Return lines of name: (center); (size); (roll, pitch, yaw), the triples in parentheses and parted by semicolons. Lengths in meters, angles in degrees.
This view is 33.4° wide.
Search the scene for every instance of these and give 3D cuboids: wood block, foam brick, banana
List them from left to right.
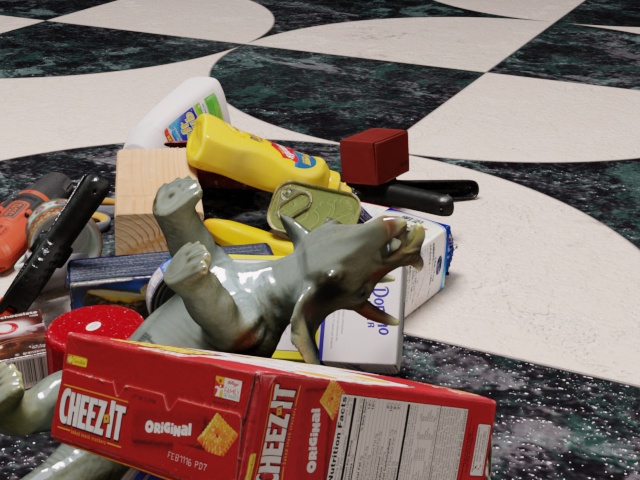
wood block: (-0.177, -0.027, 1.165); (0.090, 0.090, 0.206); (-2, 23, -9)
banana: (-0.044, 0.011, 1.117); (0.198, 0.037, 0.069); (16, -18, 47)
foam brick: (0.065, -0.100, 1.273); (0.051, 0.053, 0.078); (8, 21, 34)

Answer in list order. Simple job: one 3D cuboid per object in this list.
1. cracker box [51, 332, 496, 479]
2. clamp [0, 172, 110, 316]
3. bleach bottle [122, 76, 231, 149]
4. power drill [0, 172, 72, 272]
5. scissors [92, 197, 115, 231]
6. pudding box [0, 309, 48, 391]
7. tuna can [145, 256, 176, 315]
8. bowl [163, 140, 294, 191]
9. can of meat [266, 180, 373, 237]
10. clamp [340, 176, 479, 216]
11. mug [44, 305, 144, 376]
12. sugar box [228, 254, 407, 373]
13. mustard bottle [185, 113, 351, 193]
cracker box: (-0.024, 0.109, 0.637); (0.164, 0.072, 0.213); (4, -7, 43)
clamp: (-0.251, 0.003, 1.010); (0.039, 0.171, 0.120); (31, -13, -9)
bleach bottle: (-0.198, -0.132, 1.421); (0.068, 0.102, 0.250); (0, 28, 20)
power drill: (-0.391, -0.033, 1.201); (0.188, 0.057, 0.184); (5, 29, 13)
scissors: (-0.330, -0.027, 1.256); (0.201, 0.016, 0.096); (-5, 24, -12)
pudding box: (-0.291, 0.102, 0.924); (0.113, 0.039, 0.090); (-8, 24, -19)
tuna can: (-0.117, 0.054, 0.980); (0.086, 0.086, 0.034); (-7, 22, -16)
bowl: (-0.113, -0.090, 1.317); (0.162, 0.055, 0.162); (3, 1, 0)
can of meat: (0.006, -0.018, 1.144); (0.102, 0.057, 0.083); (13, -11, 24)
clamp: (0.081, -0.057, 1.287); (0.210, 0.036, 0.164); (4, 10, 12)
mug: (-0.167, 0.104, 0.866); (0.117, 0.081, 0.093); (-2, 23, -5)
sugar box: (-0.017, 0.061, 0.906); (0.176, 0.093, 0.048); (3, -17, 10)
mustard bottle: (-0.053, -0.082, 1.203); (0.191, 0.058, 0.096); (20, 13, -17)
